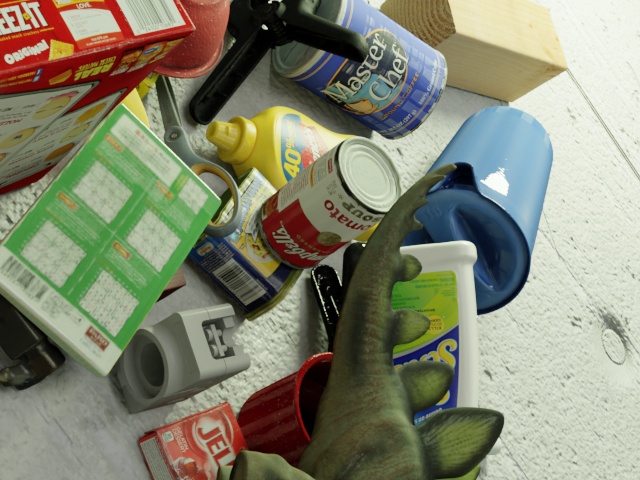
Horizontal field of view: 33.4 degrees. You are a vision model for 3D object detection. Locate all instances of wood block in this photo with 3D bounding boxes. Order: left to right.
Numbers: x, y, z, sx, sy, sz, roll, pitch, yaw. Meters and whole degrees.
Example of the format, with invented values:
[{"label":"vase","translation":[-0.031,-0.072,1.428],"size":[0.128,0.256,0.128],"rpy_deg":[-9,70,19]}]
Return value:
[{"label":"wood block","translation":[0.178,-0.232,1.221],"size":[0.205,0.091,0.090],"rpy_deg":[6,63,-43]}]

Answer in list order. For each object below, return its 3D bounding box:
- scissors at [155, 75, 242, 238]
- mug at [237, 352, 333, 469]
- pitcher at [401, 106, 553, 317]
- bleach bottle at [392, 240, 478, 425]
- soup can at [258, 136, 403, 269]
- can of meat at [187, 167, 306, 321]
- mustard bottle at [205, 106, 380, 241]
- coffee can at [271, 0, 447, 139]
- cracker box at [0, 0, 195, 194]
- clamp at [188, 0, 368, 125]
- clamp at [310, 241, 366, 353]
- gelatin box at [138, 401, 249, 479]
[{"label":"scissors","translation":[-0.131,-0.067,0.864],"size":[0.202,0.096,0.016],"rpy_deg":[54,-8,34]},{"label":"mug","translation":[-0.011,0.152,0.814],"size":[0.093,0.082,0.117],"rpy_deg":[30,49,-30]},{"label":"pitcher","translation":[0.160,-0.032,1.060],"size":[0.145,0.149,0.242],"rpy_deg":[44,35,-6]},{"label":"bleach bottle","translation":[0.095,0.131,0.905],"size":[0.068,0.102,0.251],"rpy_deg":[47,37,-78]},{"label":"soup can","translation":[0.008,-0.029,0.836],"size":[0.068,0.102,0.068],"rpy_deg":[22,51,-31]},{"label":"can of meat","translation":[-0.056,0.001,0.879],"size":[0.084,0.058,0.102],"rpy_deg":[46,43,-13]},{"label":"mustard bottle","translation":[-0.020,-0.068,0.953],"size":[0.191,0.058,0.096],"rpy_deg":[19,61,-37]},{"label":"coffee can","translation":[0.038,-0.174,1.039],"size":[0.140,0.103,0.103],"rpy_deg":[28,50,-32]},{"label":"cracker box","translation":[-0.205,-0.089,0.663],"size":[0.163,0.214,0.072],"rpy_deg":[-29,87,-49]},{"label":"clamp","translation":[-0.032,-0.196,0.964],"size":[0.210,0.165,0.036],"rpy_deg":[-86,154,-44]},{"label":"clamp","translation":[0.023,0.088,0.895],"size":[0.039,0.120,0.171],"rpy_deg":[-3,89,-11]},{"label":"gelatin box","translation":[-0.082,0.169,0.773],"size":[0.073,0.030,0.089],"rpy_deg":[-14,78,-48]}]
